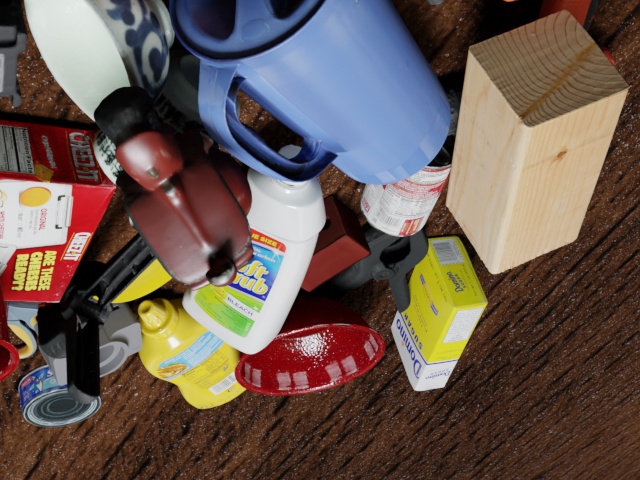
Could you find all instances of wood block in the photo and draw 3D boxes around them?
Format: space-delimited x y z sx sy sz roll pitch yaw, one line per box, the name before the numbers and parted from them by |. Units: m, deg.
wood block | 0.169 -0.073 0.871 0.090 0.090 0.206 -22 150 -13

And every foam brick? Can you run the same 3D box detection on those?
foam brick | 0.000 0.003 1.040 0.078 0.053 0.051 -33 144 18

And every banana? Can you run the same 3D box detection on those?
banana | -0.152 0.009 0.988 0.198 0.037 0.069 -35 143 22

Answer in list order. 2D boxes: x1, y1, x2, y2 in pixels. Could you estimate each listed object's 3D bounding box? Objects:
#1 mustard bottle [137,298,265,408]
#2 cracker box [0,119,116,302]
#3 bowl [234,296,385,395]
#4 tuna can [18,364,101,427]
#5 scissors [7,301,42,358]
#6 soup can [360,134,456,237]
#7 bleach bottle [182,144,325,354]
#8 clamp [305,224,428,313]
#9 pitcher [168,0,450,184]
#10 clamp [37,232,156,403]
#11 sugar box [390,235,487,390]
mustard bottle | -0.136 0.110 1.117 0.096 0.058 0.191 -33 145 3
cracker box | -0.292 -0.025 0.844 0.213 0.072 0.164 3 142 -31
bowl | -0.015 0.106 1.128 0.162 0.055 0.162 -9 149 -6
tuna can | -0.281 0.167 1.153 0.086 0.034 0.086 -13 146 -9
scissors | -0.292 0.053 1.004 0.096 0.016 0.202 -15 146 -8
soup can | 0.081 -0.059 0.977 0.068 0.068 0.102 -4 144 -20
bleach bottle | -0.056 0.001 0.954 0.068 0.102 0.251 -46 166 -36
clamp | 0.071 0.026 1.118 0.120 0.039 0.172 4 144 -31
pitcher | 0.003 -0.125 0.786 0.149 0.145 0.242 -32 147 13
clamp | -0.204 0.067 0.920 0.036 0.164 0.210 34 153 -25
sugar box | 0.126 0.083 1.176 0.048 0.093 0.176 -5 143 -18
